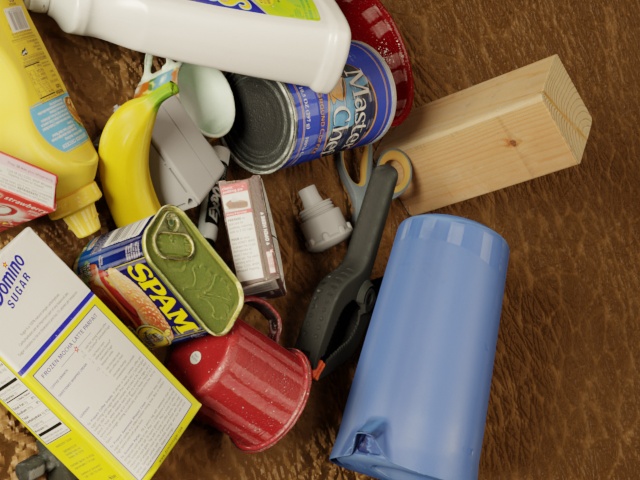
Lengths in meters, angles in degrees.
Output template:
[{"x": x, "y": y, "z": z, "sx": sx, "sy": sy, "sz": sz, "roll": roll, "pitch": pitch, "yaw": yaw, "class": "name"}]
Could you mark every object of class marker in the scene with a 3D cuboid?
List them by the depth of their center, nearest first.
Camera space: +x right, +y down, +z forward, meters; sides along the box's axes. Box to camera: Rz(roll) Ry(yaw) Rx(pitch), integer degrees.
[{"x": -0.094, "y": -0.027, "z": 0.917, "sx": 0.020, "sy": 0.020, "sz": 0.121, "roll": 34, "pitch": 50, "yaw": -41, "class": "marker"}]

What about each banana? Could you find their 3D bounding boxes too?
[{"x": -0.130, "y": -0.029, "z": 0.813, "sx": 0.037, "sy": 0.070, "sz": 0.198, "roll": -69, "pitch": 159, "yaw": -49, "class": "banana"}]

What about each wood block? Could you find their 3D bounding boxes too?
[{"x": 0.174, "y": -0.109, "z": 1.153, "sx": 0.090, "sy": 0.206, "sz": 0.090, "roll": 55, "pitch": 39, "yaw": -24, "class": "wood block"}]

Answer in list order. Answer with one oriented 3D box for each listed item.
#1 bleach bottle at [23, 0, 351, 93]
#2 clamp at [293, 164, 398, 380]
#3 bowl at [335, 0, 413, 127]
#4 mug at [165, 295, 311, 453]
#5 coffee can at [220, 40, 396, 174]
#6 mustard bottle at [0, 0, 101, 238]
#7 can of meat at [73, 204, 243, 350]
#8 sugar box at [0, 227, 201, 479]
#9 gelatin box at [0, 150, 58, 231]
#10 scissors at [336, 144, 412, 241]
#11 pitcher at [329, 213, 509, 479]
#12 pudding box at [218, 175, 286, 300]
[{"x": -0.108, "y": -0.177, "z": 0.848, "sx": 0.250, "sy": 0.068, "sz": 0.102, "roll": 4, "pitch": 37, "yaw": -23, "class": "bleach bottle"}, {"x": 0.035, "y": 0.053, "z": 1.015, "sx": 0.209, "sy": 0.036, "sz": 0.164, "roll": -60, "pitch": 148, "yaw": -29, "class": "clamp"}, {"x": 0.032, "y": -0.189, "z": 1.127, "sx": 0.161, "sy": 0.055, "sz": 0.162, "roll": 26, "pitch": 55, "yaw": -46, "class": "bowl"}, {"x": -0.064, "y": 0.097, "z": 0.841, "sx": 0.081, "sy": 0.093, "sz": 0.117, "roll": 38, "pitch": 59, "yaw": -32, "class": "mug"}, {"x": -0.013, "y": -0.124, "z": 0.979, "sx": 0.140, "sy": 0.103, "sz": 0.103, "roll": -20, "pitch": 92, "yaw": -45, "class": "coffee can"}, {"x": -0.207, "y": -0.090, "z": 0.754, "sx": 0.096, "sy": 0.058, "sz": 0.191, "roll": -73, "pitch": 138, "yaw": -74, "class": "mustard bottle"}, {"x": -0.122, "y": 0.032, "z": 0.798, "sx": 0.102, "sy": 0.084, "sz": 0.057, "roll": 53, "pitch": 40, "yaw": -25, "class": "can of meat"}, {"x": -0.170, "y": 0.086, "z": 0.719, "sx": 0.176, "sy": 0.048, "sz": 0.093, "roll": 47, "pitch": 38, "yaw": -10, "class": "sugar box"}, {"x": -0.228, "y": -0.035, "z": 0.692, "sx": 0.089, "sy": 0.073, "sz": 0.030, "roll": 24, "pitch": 58, "yaw": -47, "class": "gelatin box"}, {"x": 0.058, "y": -0.022, "z": 1.101, "sx": 0.096, "sy": 0.016, "sz": 0.202, "roll": 4, "pitch": 70, "yaw": -27, "class": "scissors"}, {"x": 0.104, "y": 0.108, "z": 0.985, "sx": 0.145, "sy": 0.149, "sz": 0.243, "roll": 17, "pitch": 73, "yaw": -8, "class": "pitcher"}, {"x": -0.056, "y": 0.001, "z": 0.896, "sx": 0.113, "sy": 0.039, "sz": 0.090, "roll": 94, "pitch": -16, "yaw": -80, "class": "pudding box"}]
